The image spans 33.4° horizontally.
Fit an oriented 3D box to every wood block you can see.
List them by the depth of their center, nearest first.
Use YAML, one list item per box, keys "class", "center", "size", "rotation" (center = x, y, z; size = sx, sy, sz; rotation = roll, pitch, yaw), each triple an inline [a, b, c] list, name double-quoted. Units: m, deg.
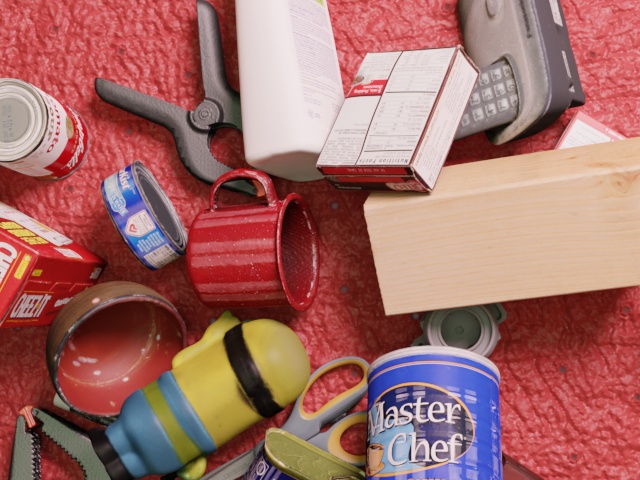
- class: "wood block"
  center: [0.146, -0.011, 0.796]
  size: [0.206, 0.090, 0.091]
  rotation: [-8, 106, 16]

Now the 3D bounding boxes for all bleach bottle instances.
- class: "bleach bottle"
  center: [-0.027, -0.180, 0.860]
  size: [0.068, 0.102, 0.251]
  rotation: [-12, 77, 28]

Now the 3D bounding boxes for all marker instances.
- class: "marker"
  center: [-0.162, 0.151, 0.880]
  size: [0.121, 0.020, 0.020]
  rotation: [22, 88, 7]

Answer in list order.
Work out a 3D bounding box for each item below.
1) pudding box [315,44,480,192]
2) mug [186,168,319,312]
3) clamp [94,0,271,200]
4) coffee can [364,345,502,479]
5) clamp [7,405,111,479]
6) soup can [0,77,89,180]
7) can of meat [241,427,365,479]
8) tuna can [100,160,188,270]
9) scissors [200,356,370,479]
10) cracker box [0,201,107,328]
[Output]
- class: "pudding box"
  center: [0.058, -0.090, 0.796]
  size: [0.090, 0.039, 0.113]
  rotation: [5, 63, 40]
- class: "mug"
  center: [-0.055, 0.001, 0.837]
  size: [0.082, 0.093, 0.117]
  rotation: [-4, 109, 19]
- class: "clamp"
  center: [-0.090, -0.112, 0.883]
  size: [0.171, 0.039, 0.120]
  rotation: [44, 95, 1]
- class: "coffee can"
  center: [0.083, 0.163, 0.785]
  size: [0.103, 0.103, 0.140]
  rotation: [0, 57, 6]
- class: "clamp"
  center: [-0.183, 0.226, 0.867]
  size: [0.164, 0.036, 0.210]
  rotation: [-20, 80, -6]
- class: "soup can"
  center: [-0.235, -0.089, 0.863]
  size: [0.068, 0.102, 0.068]
  rotation: [0, 85, 6]
- class: "can of meat"
  center: [-0.017, 0.208, 0.828]
  size: [0.102, 0.057, 0.084]
  rotation: [28, 103, -9]
- class: "tuna can"
  center: [-0.140, -0.019, 0.857]
  size: [0.034, 0.086, 0.086]
  rotation: [-29, 84, 4]
- class: "scissors"
  center: [-0.024, 0.179, 0.860]
  size: [0.201, 0.016, 0.096]
  rotation: [-44, 86, -2]
- class: "cracker box"
  center: [-0.295, -0.007, 0.833]
  size: [0.214, 0.164, 0.072]
  rotation: [29, 91, 7]
